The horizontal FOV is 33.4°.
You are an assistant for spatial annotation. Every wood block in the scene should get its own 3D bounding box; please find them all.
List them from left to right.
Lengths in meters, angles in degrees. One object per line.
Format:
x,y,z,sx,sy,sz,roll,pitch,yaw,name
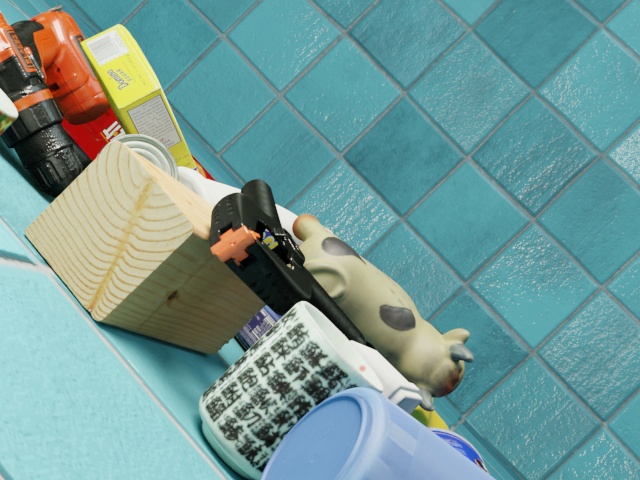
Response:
-0.111,0.014,0.789,0.090,0.091,0.206,47,2,19,wood block

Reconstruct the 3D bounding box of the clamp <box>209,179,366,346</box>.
-0.026,0.021,0.758,0.164,0.036,0.210,56,7,5,clamp

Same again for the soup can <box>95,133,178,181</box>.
-0.156,-0.043,0.870,0.068,0.068,0.102,46,-18,-6,soup can

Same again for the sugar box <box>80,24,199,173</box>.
-0.152,-0.100,0.954,0.093,0.048,0.176,57,-11,33,sugar box

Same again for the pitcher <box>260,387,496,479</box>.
0.073,0.200,0.642,0.242,0.149,0.145,42,19,-18,pitcher

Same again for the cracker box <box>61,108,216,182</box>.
-0.199,-0.089,1.247,0.164,0.072,0.213,47,3,32,cracker box

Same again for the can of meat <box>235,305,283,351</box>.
-0.032,0.107,1.042,0.084,0.057,0.102,45,2,39,can of meat

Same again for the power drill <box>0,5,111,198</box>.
-0.235,-0.130,0.907,0.184,0.057,0.187,63,9,-7,power drill
